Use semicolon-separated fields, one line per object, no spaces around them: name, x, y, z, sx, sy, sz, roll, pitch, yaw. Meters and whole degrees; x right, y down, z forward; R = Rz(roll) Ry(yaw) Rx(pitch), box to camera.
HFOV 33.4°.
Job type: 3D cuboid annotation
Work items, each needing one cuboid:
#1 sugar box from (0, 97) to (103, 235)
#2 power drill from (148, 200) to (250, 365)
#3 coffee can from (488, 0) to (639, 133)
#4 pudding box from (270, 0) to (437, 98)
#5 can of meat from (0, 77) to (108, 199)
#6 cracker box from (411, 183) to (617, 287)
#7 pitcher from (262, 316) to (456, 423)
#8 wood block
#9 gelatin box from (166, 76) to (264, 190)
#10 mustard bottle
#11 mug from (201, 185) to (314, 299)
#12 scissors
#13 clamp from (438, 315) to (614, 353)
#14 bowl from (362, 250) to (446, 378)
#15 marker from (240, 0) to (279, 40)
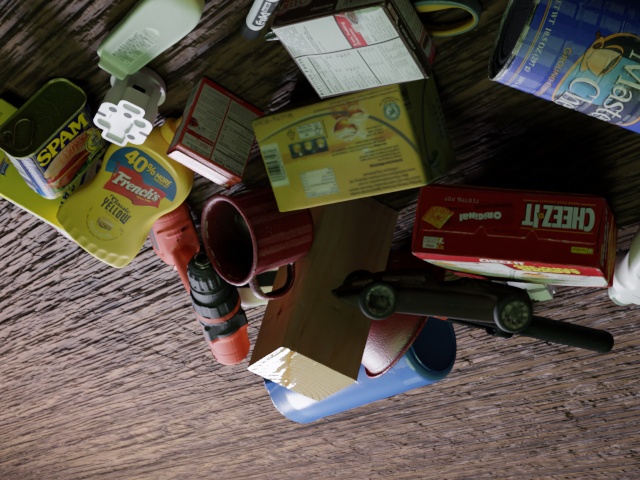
sugar box;-0.304;-0.073;1.186;0.176;0.093;0.048;32;171;-24
power drill;-0.142;0.029;1.198;0.057;0.188;0.184;-23;142;-12
coffee can;0.212;-0.147;0.811;0.140;0.102;0.103;19;150;-4
pudding box;0.028;-0.169;0.894;0.114;0.039;0.090;-4;142;34
can of meat;-0.278;-0.105;1.119;0.057;0.102;0.084;33;160;26
cracker box;0.192;-0.002;1.013;0.164;0.072;0.213;4;174;19
pitcher;0.057;0.146;1.360;0.243;0.149;0.145;-21;118;42
wood block;0.005;0.052;1.134;0.090;0.206;0.091;27;149;-17
gelatin box;-0.102;-0.104;1.045;0.073;0.089;0.030;29;147;-21
mustard bottle;-0.190;-0.064;1.133;0.096;0.058;0.192;40;113;-9
mug;-0.057;0.001;1.071;0.081;0.117;0.093;-18;-179;-37
scissors;0.033;-0.202;0.894;0.202;0.016;0.096;4;146;20
clamp;0.212;0.091;1.181;0.165;0.036;0.209;4;170;46
bowl;0.072;0.069;1.180;0.055;0.162;0.162;31;147;-11
marker;-0.050;-0.196;0.906;0.020;0.020;0.121;22;168;-10
